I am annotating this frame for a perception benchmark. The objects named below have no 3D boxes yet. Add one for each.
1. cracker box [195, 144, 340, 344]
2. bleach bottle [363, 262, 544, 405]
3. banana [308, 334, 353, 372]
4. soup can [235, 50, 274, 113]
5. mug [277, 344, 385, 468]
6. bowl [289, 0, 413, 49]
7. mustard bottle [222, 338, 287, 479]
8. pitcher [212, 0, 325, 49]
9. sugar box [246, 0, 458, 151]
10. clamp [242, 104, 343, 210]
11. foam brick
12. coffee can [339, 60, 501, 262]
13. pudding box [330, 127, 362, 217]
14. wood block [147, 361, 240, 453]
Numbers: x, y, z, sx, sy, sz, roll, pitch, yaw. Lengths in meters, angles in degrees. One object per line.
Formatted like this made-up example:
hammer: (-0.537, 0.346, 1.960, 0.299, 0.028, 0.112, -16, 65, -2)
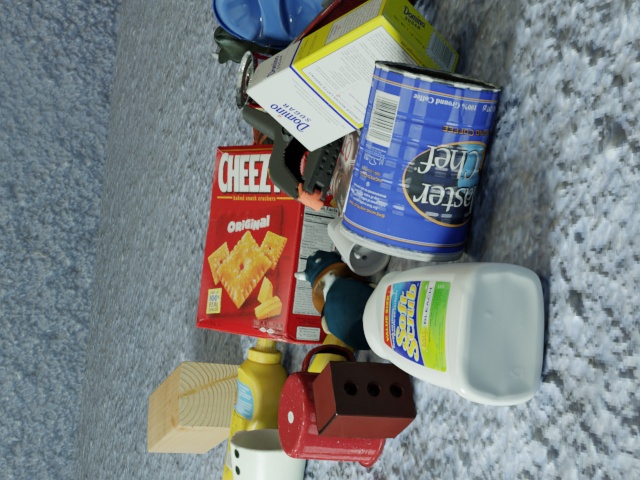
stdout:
cracker box: (-0.058, 0.001, 1.190, 0.164, 0.071, 0.214, 4, 87, 48)
bleach bottle: (0.088, 0.071, 0.850, 0.251, 0.068, 0.102, 166, 110, -72)
banana: (-0.006, 0.146, 1.130, 0.198, 0.037, 0.069, 128, 143, -56)
soup can: (-0.040, -0.177, 1.230, 0.069, 0.102, 0.068, -174, 90, -71)
mug: (0.009, 0.156, 1.015, 0.093, 0.081, 0.117, 138, 134, -63)
bowl: (0.038, -0.207, 1.020, 0.162, 0.055, 0.162, -43, 4, 3)
mustard bottle: (-0.076, 0.205, 1.277, 0.096, 0.058, 0.191, -163, 79, -72)
pitcher: (-0.039, -0.357, 1.232, 0.145, 0.149, 0.243, 48, -139, -52)
sugar box: (0.026, -0.148, 0.952, 0.177, 0.093, 0.048, -18, 40, 44)
clamp: (-0.012, -0.121, 1.089, 0.165, 0.036, 0.210, -43, 38, 26)
foam brick: (0.038, 0.142, 0.945, 0.051, 0.078, 0.053, 123, 146, -51)
coffee can: (0.079, -0.065, 0.854, 0.103, 0.102, 0.140, -135, 54, -66)
pudding box: (0.039, -0.080, 1.051, 0.113, 0.039, 0.090, -110, 31, -67)
wood block: (-0.181, 0.241, 1.518, 0.206, 0.090, 0.090, 134, 138, -61)
